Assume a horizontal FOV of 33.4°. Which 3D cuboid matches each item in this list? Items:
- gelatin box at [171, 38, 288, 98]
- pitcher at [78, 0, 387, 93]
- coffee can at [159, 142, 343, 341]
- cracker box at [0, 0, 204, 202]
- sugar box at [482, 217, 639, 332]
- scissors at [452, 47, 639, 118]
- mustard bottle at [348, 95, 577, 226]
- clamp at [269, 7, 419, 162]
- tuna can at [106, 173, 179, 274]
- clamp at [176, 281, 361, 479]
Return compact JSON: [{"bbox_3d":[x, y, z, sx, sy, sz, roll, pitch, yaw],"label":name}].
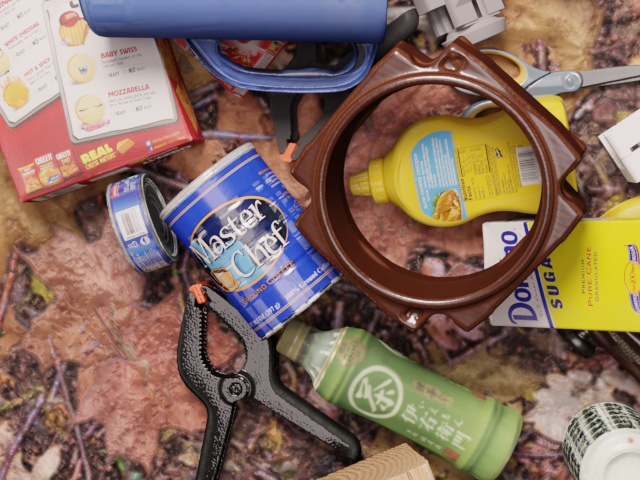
[{"bbox_3d":[-0.080,-0.181,0.934,0.089,0.030,0.073,44,101,19],"label":"gelatin box"},{"bbox_3d":[-0.065,-0.209,0.848,0.243,0.145,0.149,-2,70,1],"label":"pitcher"},{"bbox_3d":[-0.056,0.001,0.924,0.103,0.102,0.140,-39,91,7],"label":"coffee can"},{"bbox_3d":[-0.217,-0.159,0.942,0.164,0.072,0.214,-20,92,5],"label":"cracker box"},{"bbox_3d":[0.221,0.027,0.885,0.177,0.048,0.093,-2,94,36],"label":"sugar box"},{"bbox_3d":[0.206,-0.120,0.930,0.202,0.016,0.096,9,98,6],"label":"scissors"},{"bbox_3d":[0.118,-0.061,0.915,0.192,0.058,0.096,-8,108,15],"label":"mustard bottle"},{"bbox_3d":[0.013,-0.146,0.933,0.120,0.039,0.171,17,99,21],"label":"clamp"},{"bbox_3d":[-0.156,-0.015,0.941,0.034,0.086,0.086,-19,93,5],"label":"tuna can"},{"bbox_3d":[-0.080,0.141,0.971,0.164,0.036,0.210,-29,90,6],"label":"clamp"}]
